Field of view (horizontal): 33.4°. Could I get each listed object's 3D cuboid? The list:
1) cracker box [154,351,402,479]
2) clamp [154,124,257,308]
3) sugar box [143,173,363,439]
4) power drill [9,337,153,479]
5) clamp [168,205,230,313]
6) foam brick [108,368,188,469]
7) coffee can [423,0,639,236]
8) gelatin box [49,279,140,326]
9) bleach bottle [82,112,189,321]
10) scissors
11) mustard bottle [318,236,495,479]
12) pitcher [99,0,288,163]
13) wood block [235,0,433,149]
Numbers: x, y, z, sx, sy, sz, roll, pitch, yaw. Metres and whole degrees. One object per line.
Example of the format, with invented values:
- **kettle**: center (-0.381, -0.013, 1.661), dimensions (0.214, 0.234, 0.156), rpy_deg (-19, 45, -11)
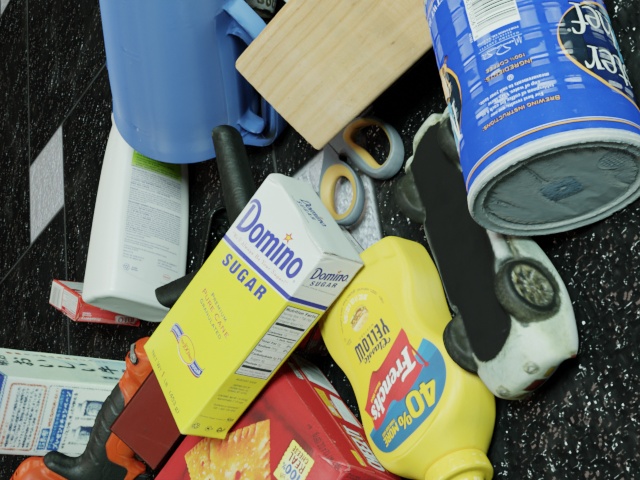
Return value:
- **cracker box**: center (-0.055, 0.202, 0.774), dimensions (0.214, 0.072, 0.164), rpy_deg (-53, 36, 9)
- **clamp**: center (-0.055, 0.001, 0.837), dimensions (0.210, 0.036, 0.164), rpy_deg (23, 99, 51)
- **sugar box**: center (-0.052, 0.047, 0.755), dimensions (0.176, 0.048, 0.093), rpy_deg (-55, 45, 22)
- **power drill**: center (-0.147, 0.193, 0.919), dimensions (0.188, 0.184, 0.057), rpy_deg (-56, 16, 4)
- **clamp**: center (-0.105, 0.053, 0.972), dimensions (0.172, 0.039, 0.120), rpy_deg (-46, 45, 42)
- **foam brick**: center (-0.117, 0.133, 0.843), dimensions (0.051, 0.053, 0.078), rpy_deg (40, 98, 16)
- **coffee can**: center (0.121, -0.088, 0.605), dimensions (0.103, 0.102, 0.140), rpy_deg (-40, 50, 45)
- **gelatin box**: center (-0.241, 0.068, 1.145), dimensions (0.089, 0.073, 0.030), rpy_deg (18, 98, 56)
- **bleach bottle**: center (-0.169, -0.052, 1.062), dimensions (0.068, 0.102, 0.251), rpy_deg (-15, 63, 46)
- **scissors**: center (0.001, -0.075, 0.860), dimensions (0.202, 0.016, 0.096), rpy_deg (32, 101, 55)
- **mustard bottle**: center (0.062, 0.094, 0.688), dimensions (0.096, 0.058, 0.192), rpy_deg (-50, 43, 27)
- **pitcher**: center (-0.110, -0.180, 0.876), dimensions (0.243, 0.149, 0.145), rpy_deg (93, 165, -57)
- **wood block**: center (0.043, -0.164, 0.727), dimensions (0.206, 0.090, 0.090), rpy_deg (-39, 8, 46)
